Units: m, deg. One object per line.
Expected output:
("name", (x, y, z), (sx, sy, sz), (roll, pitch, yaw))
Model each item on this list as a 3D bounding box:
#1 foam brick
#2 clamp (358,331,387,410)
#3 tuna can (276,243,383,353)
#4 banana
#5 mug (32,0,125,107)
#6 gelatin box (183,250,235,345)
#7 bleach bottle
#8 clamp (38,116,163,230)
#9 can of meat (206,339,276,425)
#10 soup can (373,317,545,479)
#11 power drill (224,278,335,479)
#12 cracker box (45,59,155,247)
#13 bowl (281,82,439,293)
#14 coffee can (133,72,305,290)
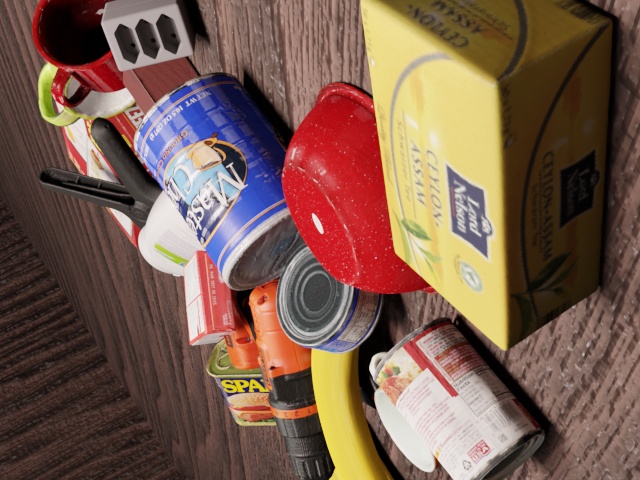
("foam brick", (-0.139, -0.137, 0.973), (0.078, 0.051, 0.053), (56, 161, 11))
("clamp", (0.017, 0.074, 0.909), (0.172, 0.039, 0.120), (42, 158, 44))
("tuna can", (0.006, 0.041, 0.810), (0.033, 0.086, 0.086), (15, -161, -43))
("banana", (0.025, 0.136, 0.847), (0.070, 0.037, 0.198), (7, 108, 58))
("mug", (-0.213, -0.177, 0.991), (0.093, 0.117, 0.081), (21, 172, 13))
("gelatin box", (-0.099, 0.051, 0.945), (0.089, 0.030, 0.073), (143, 122, -70))
("bleach bottle", (-0.128, -0.012, 1.026), (0.102, 0.068, 0.251), (32, 159, -16))
("clamp", (-0.195, -0.041, 1.138), (0.209, 0.036, 0.165), (38, 147, -26))
("can of meat", (-0.059, 0.151, 1.136), (0.102, 0.057, 0.084), (-4, 129, 20))
("soup can", (0.093, 0.111, 0.714), (0.102, 0.068, 0.068), (51, 160, 25))
("power drill", (-0.039, 0.107, 0.956), (0.188, 0.057, 0.184), (-148, 45, -67))
("cracker box", (-0.237, -0.113, 1.241), (0.164, 0.072, 0.214), (51, 159, 19))
("bowl", (0.021, -0.022, 0.719), (0.162, 0.055, 0.162), (51, 160, 26))
("coffee can", (-0.067, -0.047, 0.839), (0.140, 0.102, 0.103), (54, 161, 20))
